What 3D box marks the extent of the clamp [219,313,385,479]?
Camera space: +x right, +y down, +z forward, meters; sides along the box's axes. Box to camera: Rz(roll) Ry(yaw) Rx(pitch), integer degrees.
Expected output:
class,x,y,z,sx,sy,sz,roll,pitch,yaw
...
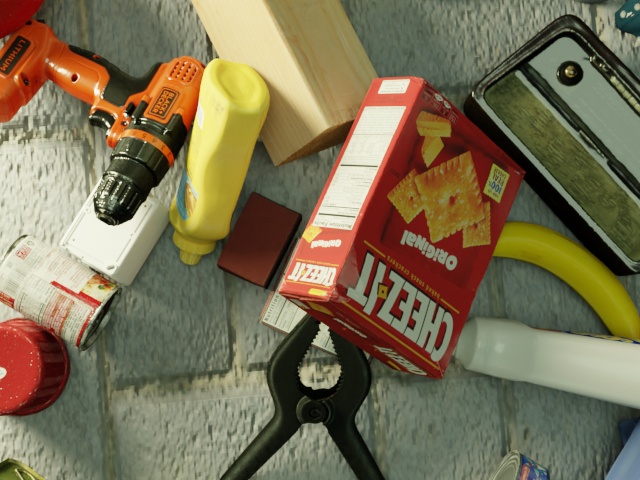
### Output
class,x,y,z,sx,sy,sz,roll,pitch,yaw
clamp,-0.015,0.155,0.970,0.164,0.036,0.210,-1,102,0

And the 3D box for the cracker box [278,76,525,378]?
class,x,y,z,sx,sy,sz,roll,pitch,yaw
cracker box,0.078,-0.010,0.930,0.164,0.072,0.213,36,70,-37

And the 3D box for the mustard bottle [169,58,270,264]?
class,x,y,z,sx,sy,sz,roll,pitch,yaw
mustard bottle,-0.097,-0.059,0.961,0.058,0.096,0.192,7,123,-20

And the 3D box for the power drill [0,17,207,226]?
class,x,y,z,sx,sy,sz,roll,pitch,yaw
power drill,-0.213,-0.113,0.967,0.188,0.057,0.184,22,59,6

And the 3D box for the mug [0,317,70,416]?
class,x,y,z,sx,sy,sz,roll,pitch,yaw
mug,-0.289,0.107,0.967,0.093,0.081,0.117,-42,87,-4

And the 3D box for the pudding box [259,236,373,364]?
class,x,y,z,sx,sy,sz,roll,pitch,yaw
pudding box,0.010,0.059,0.997,0.113,0.039,0.090,24,87,3

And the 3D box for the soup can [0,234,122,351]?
class,x,y,z,sx,sy,sz,roll,pitch,yaw
soup can,-0.243,0.047,0.979,0.102,0.068,0.068,30,85,2

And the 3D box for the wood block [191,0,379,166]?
class,x,y,z,sx,sy,sz,roll,pitch,yaw
wood block,-0.033,-0.185,0.976,0.090,0.091,0.206,-24,85,-39

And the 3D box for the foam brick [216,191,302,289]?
class,x,y,z,sx,sy,sz,roll,pitch,yaw
foam brick,-0.057,0.001,0.993,0.051,0.053,0.078,27,86,1

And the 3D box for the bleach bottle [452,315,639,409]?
class,x,y,z,sx,sy,sz,roll,pitch,yaw
bleach bottle,0.227,0.109,0.957,0.251,0.102,0.068,10,90,7

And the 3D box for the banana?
class,x,y,z,sx,sy,sz,roll,pitch,yaw
banana,0.226,0.032,1.006,0.198,0.037,0.070,27,108,3

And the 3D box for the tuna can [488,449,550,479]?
class,x,y,z,sx,sy,sz,roll,pitch,yaw
tuna can,0.171,0.235,0.961,0.034,0.086,0.086,29,85,0
